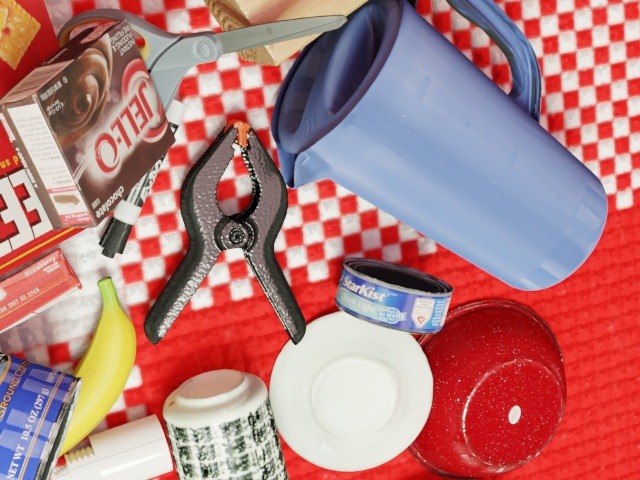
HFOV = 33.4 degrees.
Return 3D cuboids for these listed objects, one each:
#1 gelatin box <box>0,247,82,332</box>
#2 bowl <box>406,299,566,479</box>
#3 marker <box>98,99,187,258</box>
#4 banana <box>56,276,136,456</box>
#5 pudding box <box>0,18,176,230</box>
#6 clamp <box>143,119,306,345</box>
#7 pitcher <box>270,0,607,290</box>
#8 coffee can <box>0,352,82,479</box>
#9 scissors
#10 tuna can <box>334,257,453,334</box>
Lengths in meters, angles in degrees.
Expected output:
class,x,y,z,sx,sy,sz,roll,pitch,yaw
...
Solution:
class,x,y,z,sx,sy,sz,roll,pitch,yaw
gelatin box,-0.196,0.036,0.704,0.073,0.089,0.030,-31,92,-12
bowl,0.144,0.132,0.876,0.162,0.055,0.162,-5,105,-20
marker,-0.126,-0.043,0.751,0.020,0.020,0.121,23,94,-24
banana,-0.194,0.118,0.758,0.069,0.037,0.197,43,84,-3
pudding box,-0.142,-0.073,0.660,0.113,0.039,0.090,-57,134,-49
clamp,-0.055,0.001,0.777,0.120,0.039,0.171,10,99,-24
pitcher,0.099,-0.071,0.773,0.242,0.145,0.149,32,132,-28
coffee can,-0.236,0.114,0.681,0.140,0.103,0.103,19,96,-6
scissors,-0.078,-0.108,0.695,0.202,0.016,0.096,8,124,16
tuna can,0.055,0.041,0.803,0.086,0.086,0.034,10,101,-23
